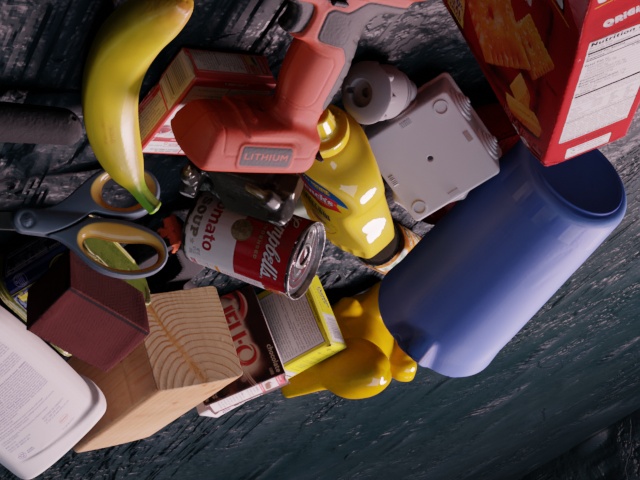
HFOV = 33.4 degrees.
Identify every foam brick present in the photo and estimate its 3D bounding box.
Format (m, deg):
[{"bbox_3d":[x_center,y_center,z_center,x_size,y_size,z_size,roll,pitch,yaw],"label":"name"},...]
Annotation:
[{"bbox_3d":[-0.179,0.054,0.822,0.078,0.053,0.051,36,110,-31],"label":"foam brick"}]

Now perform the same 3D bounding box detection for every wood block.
[{"bbox_3d":[-0.172,0.128,1.026,0.090,0.091,0.206,-6,160,-37],"label":"wood block"}]

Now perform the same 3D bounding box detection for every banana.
[{"bbox_3d":[-0.120,-0.097,0.682,0.198,0.069,0.037,109,7,-53],"label":"banana"}]

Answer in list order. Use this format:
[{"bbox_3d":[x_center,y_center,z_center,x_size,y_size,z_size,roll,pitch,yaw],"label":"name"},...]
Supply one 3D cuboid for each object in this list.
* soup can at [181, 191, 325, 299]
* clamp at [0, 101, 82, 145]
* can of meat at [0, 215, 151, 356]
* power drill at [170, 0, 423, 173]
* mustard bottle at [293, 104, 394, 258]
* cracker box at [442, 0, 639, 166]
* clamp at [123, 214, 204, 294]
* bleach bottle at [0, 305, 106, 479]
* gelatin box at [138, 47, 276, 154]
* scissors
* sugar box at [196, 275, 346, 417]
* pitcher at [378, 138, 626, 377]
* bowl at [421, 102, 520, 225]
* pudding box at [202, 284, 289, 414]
[{"bbox_3d":[-0.056,0.001,0.890,0.068,0.102,0.068,-54,155,-40],"label":"soup can"},{"bbox_3d":[-0.230,-0.075,0.655,0.120,0.039,0.171,-28,157,8],"label":"clamp"},{"bbox_3d":[-0.200,0.034,0.871,0.084,0.057,0.102,-30,127,10],"label":"can of meat"},{"bbox_3d":[-0.023,-0.127,0.669,0.184,0.057,0.188,0,137,-41],"label":"power drill"},{"bbox_3d":[0.011,-0.056,0.851,0.058,0.096,0.191,-40,158,-8],"label":"mustard bottle"},{"bbox_3d":[0.134,-0.164,0.638,0.072,0.164,0.213,-23,158,-5],"label":"cracker box"},{"bbox_3d":[-0.167,0.040,0.976,0.164,0.036,0.210,-14,160,-21],"label":"clamp"},{"bbox_3d":[-0.276,0.080,0.832,0.102,0.068,0.250,-44,131,-16],"label":"bleach bottle"},{"bbox_3d":[-0.086,-0.097,0.757,0.073,0.030,0.089,-3,150,-43],"label":"gelatin box"},{"bbox_3d":[-0.204,-0.030,0.789,0.201,0.096,0.016,20,164,-18],"label":"scissors"},{"bbox_3d":[-0.068,0.114,1.167,0.176,0.093,0.048,-30,156,19],"label":"sugar box"},{"bbox_3d":[0.167,0.005,0.974,0.144,0.149,0.243,7,142,-26],"label":"pitcher"},{"bbox_3d":[0.152,-0.079,0.989,0.162,0.055,0.162,-19,157,-9],"label":"bowl"},{"bbox_3d":[-0.093,0.113,1.114,0.090,0.113,0.039,-23,154,-1],"label":"pudding box"}]
